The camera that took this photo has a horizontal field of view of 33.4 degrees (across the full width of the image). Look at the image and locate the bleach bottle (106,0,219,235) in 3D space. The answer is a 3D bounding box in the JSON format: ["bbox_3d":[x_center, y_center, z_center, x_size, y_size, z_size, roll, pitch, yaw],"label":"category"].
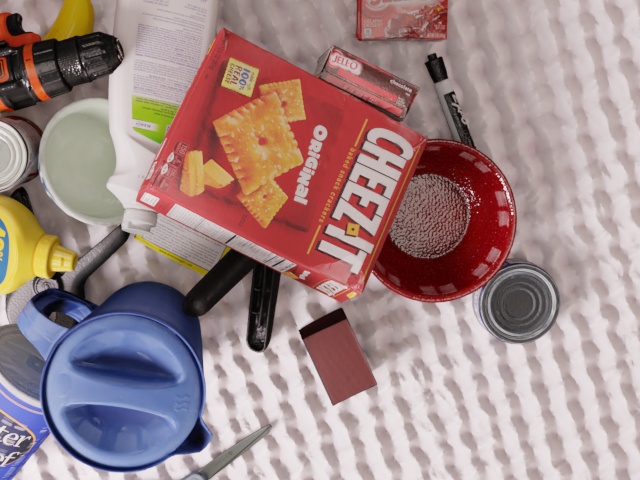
[{"bbox_3d":[-0.158,-0.132,0.993,0.102,0.068,0.251,10,81,-14],"label":"bleach bottle"}]

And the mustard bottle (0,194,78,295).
[{"bbox_3d":[-0.323,0.002,1.005,0.191,0.058,0.096,11,106,4],"label":"mustard bottle"}]

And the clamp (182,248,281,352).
[{"bbox_3d":[-0.057,0.001,1.022,0.036,0.164,0.210,20,87,24],"label":"clamp"}]

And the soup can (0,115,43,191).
[{"bbox_3d":[-0.299,-0.082,1.003,0.068,0.102,0.068,-1,98,-4],"label":"soup can"}]

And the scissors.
[{"bbox_3d":[-0.128,0.269,1.105,0.201,0.016,0.096,-21,100,-1],"label":"scissors"}]

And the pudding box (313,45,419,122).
[{"bbox_3d":[0.038,-0.145,1.014,0.090,0.113,0.039,26,89,-8],"label":"pudding box"}]

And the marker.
[{"bbox_3d":[0.132,-0.130,1.070,0.020,0.020,0.121,-22,99,-1],"label":"marker"}]

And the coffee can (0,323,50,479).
[{"bbox_3d":[-0.305,0.164,1.016,0.102,0.102,0.140,38,110,-8],"label":"coffee can"}]

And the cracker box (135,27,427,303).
[{"bbox_3d":[-0.033,-0.065,0.954,0.213,0.072,0.164,27,75,-11],"label":"cracker box"}]

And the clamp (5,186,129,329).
[{"bbox_3d":[-0.254,0.039,1.052,0.120,0.039,0.171,10,102,7],"label":"clamp"}]

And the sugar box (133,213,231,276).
[{"bbox_3d":[-0.103,-0.059,1.050,0.093,0.048,0.176,28,91,-7],"label":"sugar box"}]

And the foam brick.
[{"bbox_3d":[0.017,0.117,1.077,0.051,0.053,0.078,-25,98,-1],"label":"foam brick"}]

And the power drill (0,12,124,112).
[{"bbox_3d":[-0.281,-0.211,0.972,0.184,0.057,0.188,-15,73,2],"label":"power drill"}]

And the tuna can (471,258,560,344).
[{"bbox_3d":[0.201,0.063,1.093,0.086,0.034,0.086,-1,97,-4],"label":"tuna can"}]

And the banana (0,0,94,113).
[{"bbox_3d":[-0.283,-0.173,1.029,0.198,0.037,0.070,-44,81,1],"label":"banana"}]

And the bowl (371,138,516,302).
[{"bbox_3d":[0.111,-0.022,1.065,0.162,0.055,0.162,-1,97,-4],"label":"bowl"}]

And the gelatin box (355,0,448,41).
[{"bbox_3d":[0.080,-0.233,1.048,0.089,0.030,0.073,0,97,-4],"label":"gelatin box"}]

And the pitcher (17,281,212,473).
[{"bbox_3d":[-0.174,0.101,0.965,0.145,0.243,0.149,-10,98,-3],"label":"pitcher"}]
